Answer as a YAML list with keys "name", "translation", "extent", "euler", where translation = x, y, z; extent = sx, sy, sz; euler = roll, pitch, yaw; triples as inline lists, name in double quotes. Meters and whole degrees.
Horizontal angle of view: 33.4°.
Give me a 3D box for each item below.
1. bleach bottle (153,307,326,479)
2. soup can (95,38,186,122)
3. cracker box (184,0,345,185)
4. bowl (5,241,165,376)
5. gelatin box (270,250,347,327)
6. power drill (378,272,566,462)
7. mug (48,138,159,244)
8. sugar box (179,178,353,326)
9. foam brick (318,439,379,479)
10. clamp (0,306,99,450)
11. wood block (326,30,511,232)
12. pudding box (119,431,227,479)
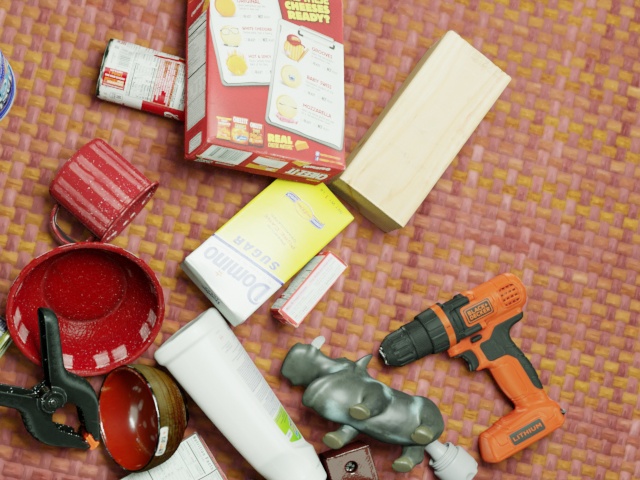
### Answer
- name: "bleach bottle"
  translation: [-0.070, 0.194, 1.139]
  extent: [0.068, 0.102, 0.251]
  euler: [-36, 93, 14]
- name: "soup can"
  translation: [-0.185, -0.173, 1.154]
  extent: [0.102, 0.068, 0.068]
  euler: [14, 85, -9]
- name: "cracker box"
  translation: [-0.059, -0.178, 1.133]
  extent: [0.163, 0.072, 0.213]
  euler: [8, 71, -30]
- name: "bowl"
  translation: [-0.246, 0.062, 1.119]
  extent: [0.162, 0.055, 0.162]
  euler: [-6, 118, -12]
- name: "gelatin box"
  translation: [-0.014, 0.054, 1.170]
  extent: [0.030, 0.073, 0.089]
  euler: [41, 81, -7]
- name: "power drill"
  translation: [0.178, 0.152, 1.207]
  extent: [0.184, 0.057, 0.187]
  euler: [-26, 92, -9]
- name: "mug"
  translation: [-0.239, -0.045, 1.132]
  extent: [0.081, 0.093, 0.117]
  euler: [41, 100, -1]
- name: "sugar box"
  translation: [-0.057, 0.001, 1.163]
  extent: [0.093, 0.048, 0.176]
  euler: [47, 68, -2]
- name: "foam brick"
  translation: [0.035, 0.267, 1.179]
  extent: [0.053, 0.051, 0.078]
  euler: [-17, 90, -10]
- name: "clamp"
  translation: [-0.277, 0.149, 1.100]
  extent: [0.120, 0.039, 0.171]
  euler: [-45, 128, -3]
- name: "wood block"
  translation: [0.108, -0.119, 1.191]
  extent: [0.090, 0.091, 0.206]
  euler: [38, 82, -6]
- name: "pudding box"
  translation: [-0.155, 0.271, 1.133]
  extent: [0.113, 0.039, 0.090]
  euler: [-30, 57, -12]
